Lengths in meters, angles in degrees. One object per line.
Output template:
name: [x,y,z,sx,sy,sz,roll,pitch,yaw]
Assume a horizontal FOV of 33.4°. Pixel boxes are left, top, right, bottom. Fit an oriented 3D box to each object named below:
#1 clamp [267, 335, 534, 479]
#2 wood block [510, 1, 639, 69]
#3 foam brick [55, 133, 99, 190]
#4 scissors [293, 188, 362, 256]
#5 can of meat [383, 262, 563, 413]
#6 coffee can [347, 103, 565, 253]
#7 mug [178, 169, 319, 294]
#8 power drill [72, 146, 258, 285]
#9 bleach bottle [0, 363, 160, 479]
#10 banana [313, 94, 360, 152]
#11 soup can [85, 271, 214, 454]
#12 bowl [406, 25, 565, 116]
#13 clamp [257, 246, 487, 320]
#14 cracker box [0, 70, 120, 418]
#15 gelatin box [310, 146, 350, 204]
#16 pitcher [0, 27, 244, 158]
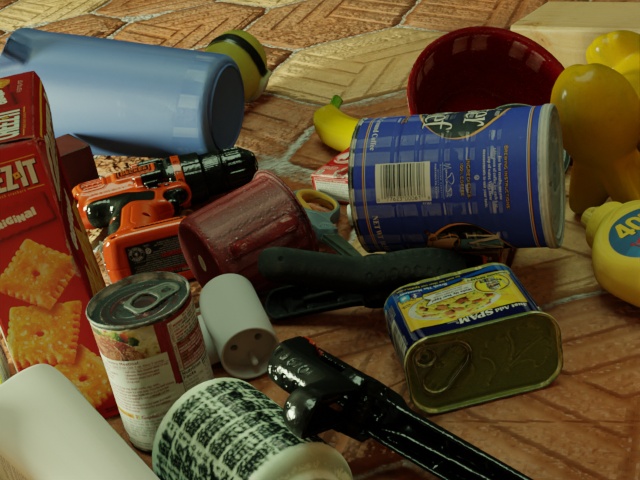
clamp: [0.031,0.102,0.631,0.164,0.036,0.210,27,0,-17]
wood block: [0.305,-0.182,1.062,0.206,0.090,0.090,10,34,38]
foam brick: [-0.252,-0.057,1.058,0.051,0.078,0.053,-26,30,-29]
scissors: [-0.015,-0.009,0.900,0.096,0.016,0.202,2,19,-6]
can of meat: [0.097,0.061,0.708,0.102,0.057,0.084,-14,25,-3]
coffee can: [0.101,-0.043,0.776,0.140,0.103,0.102,-2,28,19]
mug: [-0.056,0.001,0.843,0.081,0.093,0.117,-29,7,-22]
power drill: [-0.134,-0.026,0.975,0.184,0.057,0.188,-17,25,-7]
bleach bottle: [-0.096,0.160,0.568,0.068,0.102,0.251,-37,41,-24]
banana: [0.050,-0.112,1.072,0.069,0.037,0.198,-49,40,-14]
soup can: [-0.107,0.081,0.701,0.068,0.102,0.068,-9,27,5]
bowl: [0.152,-0.114,0.977,0.162,0.055,0.162,3,67,-8]
clamp: [0.034,0.033,0.782,0.171,0.039,0.120,2,-14,-8]
cracker box: [-0.201,0.004,0.764,0.072,0.214,0.164,-16,27,-9]
gelatin box: [0.047,-0.062,0.997,0.089,0.030,0.073,10,33,36]
pitcher: [-0.205,-0.142,1.116,0.243,0.145,0.149,7,18,17]
